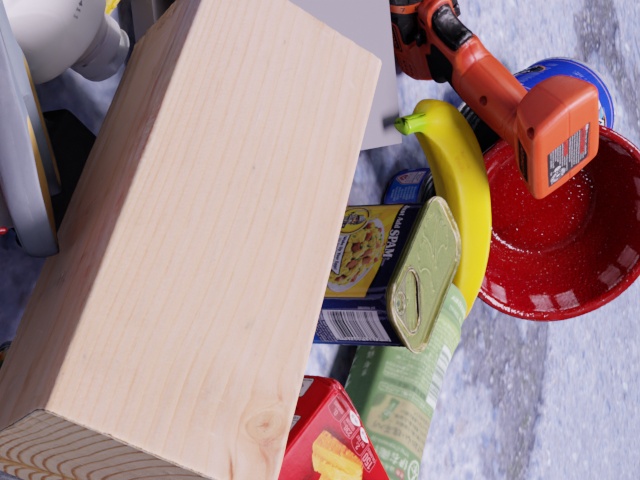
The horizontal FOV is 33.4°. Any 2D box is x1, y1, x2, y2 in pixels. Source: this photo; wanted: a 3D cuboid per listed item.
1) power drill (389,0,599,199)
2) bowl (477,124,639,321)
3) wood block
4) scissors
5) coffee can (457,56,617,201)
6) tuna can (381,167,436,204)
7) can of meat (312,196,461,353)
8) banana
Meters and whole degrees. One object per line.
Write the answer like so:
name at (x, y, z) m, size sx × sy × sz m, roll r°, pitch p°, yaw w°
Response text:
power drill at (0.102, -0.127, 0.704) m, size 0.057 × 0.188 × 0.184 m, roll -38°, pitch 153°, yaw -2°
bowl at (0.173, -0.021, 0.814) m, size 0.055 × 0.162 × 0.162 m, roll -95°, pitch 169°, yaw -68°
wood block at (-0.053, 0.001, 0.437) m, size 0.090 × 0.090 × 0.206 m, roll 29°, pitch 57°, yaw -23°
scissors at (-0.117, -0.071, 0.372) m, size 0.202 × 0.016 × 0.096 m, roll 88°, pitch -13°, yaw -55°
coffee can at (0.182, -0.094, 0.909) m, size 0.140 × 0.103 × 0.103 m, roll -31°, pitch 114°, yaw -54°
tuna can at (0.079, -0.013, 0.808) m, size 0.086 × 0.034 × 0.086 m, roll 3°, pitch 86°, yaw -57°
can of meat at (0.033, 0.021, 0.687) m, size 0.057 × 0.084 × 0.102 m, roll 60°, pitch 42°, yaw -38°
banana at (0.089, -0.029, 0.739) m, size 0.069 × 0.037 × 0.197 m, roll -43°, pitch 136°, yaw -22°
